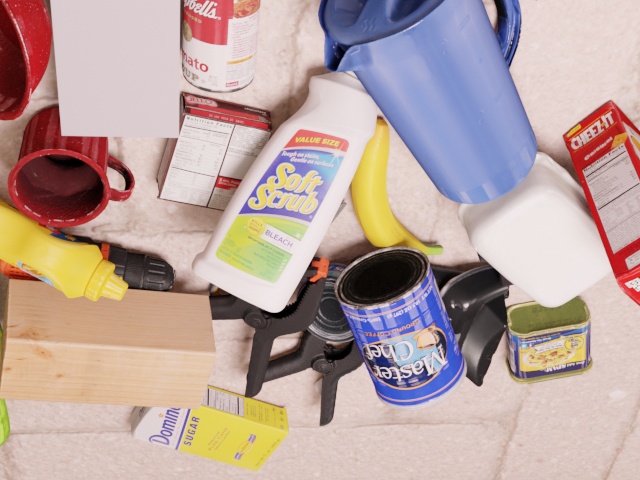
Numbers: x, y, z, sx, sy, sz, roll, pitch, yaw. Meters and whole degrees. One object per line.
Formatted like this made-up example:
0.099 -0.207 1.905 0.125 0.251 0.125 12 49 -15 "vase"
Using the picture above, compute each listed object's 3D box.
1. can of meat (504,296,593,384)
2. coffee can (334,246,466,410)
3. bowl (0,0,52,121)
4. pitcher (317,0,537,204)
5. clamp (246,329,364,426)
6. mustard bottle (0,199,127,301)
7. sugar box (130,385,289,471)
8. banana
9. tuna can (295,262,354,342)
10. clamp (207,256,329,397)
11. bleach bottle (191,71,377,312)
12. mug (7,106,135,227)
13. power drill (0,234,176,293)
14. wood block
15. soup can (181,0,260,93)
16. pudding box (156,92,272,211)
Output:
0.269 0.117 1.263 0.102 0.057 0.084 -10 130 2 "can of meat"
0.085 0.092 1.116 0.103 0.103 0.140 -18 119 9 "coffee can"
-0.275 -0.184 0.890 0.162 0.055 0.162 28 137 29 "bowl"
0.116 -0.152 0.962 0.149 0.145 0.242 -15 137 23 "pitcher"
-0.008 0.139 1.259 0.120 0.039 0.172 21 117 -16 "clamp"
-0.276 0.007 1.036 0.191 0.096 0.058 28 82 -2 "mustard bottle"
-0.137 0.226 1.321 0.176 0.048 0.093 18 128 -23 "sugar box"
0.067 -0.041 1.110 0.069 0.037 0.197 -32 132 -3 "banana"
0.017 0.070 1.181 0.086 0.033 0.086 9 120 16 "tuna can"
-0.064 0.087 1.174 0.210 0.036 0.164 -29 117 26 "clamp"
-0.024 -0.063 1.011 0.102 0.068 0.251 27 98 3 "bleach bottle"
-0.232 -0.070 1.013 0.117 0.081 0.093 15 129 -19 "mug"
-0.262 0.076 1.163 0.184 0.057 0.188 11 128 -11 "power drill"
-0.220 0.109 1.098 0.205 0.091 0.090 6 130 -18 "wood block"
-0.087 -0.189 0.932 0.068 0.068 0.102 1 132 -8 "soup can"
-0.105 -0.083 1.047 0.090 0.039 0.114 11 128 -17 "pudding box"
